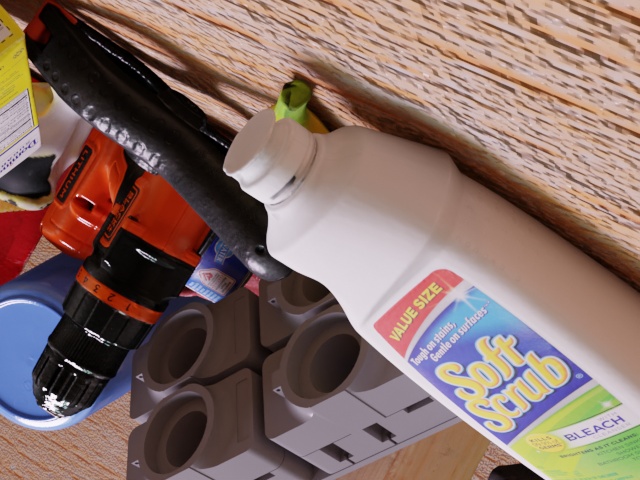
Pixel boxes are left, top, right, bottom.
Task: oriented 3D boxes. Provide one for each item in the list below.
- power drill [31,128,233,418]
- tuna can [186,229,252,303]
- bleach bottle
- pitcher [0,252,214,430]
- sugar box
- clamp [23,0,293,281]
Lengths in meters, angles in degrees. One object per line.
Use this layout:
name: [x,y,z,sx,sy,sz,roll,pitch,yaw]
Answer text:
power drill: [-0.126,0.001,0.658,0.057,0.184,0.188,32,-178,-26]
tuna can: [-0.053,-0.004,0.654,0.033,0.086,0.086,32,173,-12]
bleach bottle: [0.063,0.030,0.435,0.250,0.068,0.103,33,140,-26]
pitcher: [-0.150,0.058,0.826,0.145,0.149,0.242,62,-159,-3]
sugar box: [-0.181,-0.091,0.513,0.093,0.048,0.176,49,167,-1]
clamp: [-0.067,-0.044,0.486,0.171,0.039,0.120,36,-174,-11]
